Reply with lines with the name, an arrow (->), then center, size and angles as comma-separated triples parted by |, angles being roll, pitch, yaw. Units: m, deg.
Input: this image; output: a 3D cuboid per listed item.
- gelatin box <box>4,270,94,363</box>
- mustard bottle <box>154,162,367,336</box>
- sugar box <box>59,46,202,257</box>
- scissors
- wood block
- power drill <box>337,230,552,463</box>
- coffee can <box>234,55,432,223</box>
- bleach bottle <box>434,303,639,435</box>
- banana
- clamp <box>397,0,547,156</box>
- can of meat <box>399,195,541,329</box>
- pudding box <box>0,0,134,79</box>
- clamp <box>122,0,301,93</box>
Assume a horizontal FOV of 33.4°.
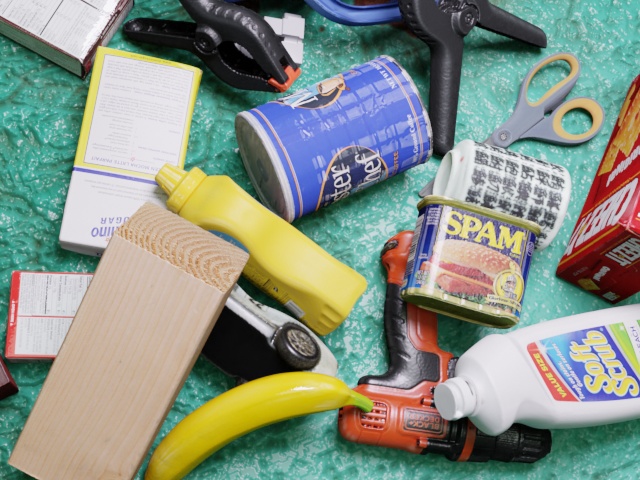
gelatin box -> -0.212, 0.065, 0.883 | 0.089, 0.030, 0.073 | 2, 74, -8
mustard bottle -> -0.055, 0.001, 0.880 | 0.191, 0.096, 0.058 | 37, 75, -4
sugar box -> -0.162, -0.071, 0.918 | 0.093, 0.048, 0.176 | 11, 77, -8
scissors -> 0.187, -0.088, 0.991 | 0.096, 0.016, 0.201 | 40, 79, -2
wood block -> -0.143, 0.088, 0.803 | 0.091, 0.090, 0.206 | 28, 109, -1
power drill -> 0.113, 0.093, 0.910 | 0.184, 0.057, 0.187 | 9, 73, -10
coffee can -> 0.010, -0.087, 0.918 | 0.140, 0.103, 0.103 | -24, 80, -14
bleach bottle -> 0.203, 0.115, 0.874 | 0.250, 0.068, 0.102 | -9, 77, -30
banana -> -0.059, 0.145, 0.841 | 0.198, 0.037, 0.069 | -20, 116, 6
clamp -> 0.115, -0.186, 0.938 | 0.164, 0.036, 0.209 | -53, 132, -13
can of meat -> 0.121, 0.019, 0.872 | 0.102, 0.057, 0.084 | 16, 76, -8
pudding box -> -0.235, -0.210, 0.947 | 0.113, 0.039, 0.090 | 29, 74, 2
clamp -> -0.099, -0.177, 0.924 | 0.171, 0.120, 0.039 | 40, 59, -2
